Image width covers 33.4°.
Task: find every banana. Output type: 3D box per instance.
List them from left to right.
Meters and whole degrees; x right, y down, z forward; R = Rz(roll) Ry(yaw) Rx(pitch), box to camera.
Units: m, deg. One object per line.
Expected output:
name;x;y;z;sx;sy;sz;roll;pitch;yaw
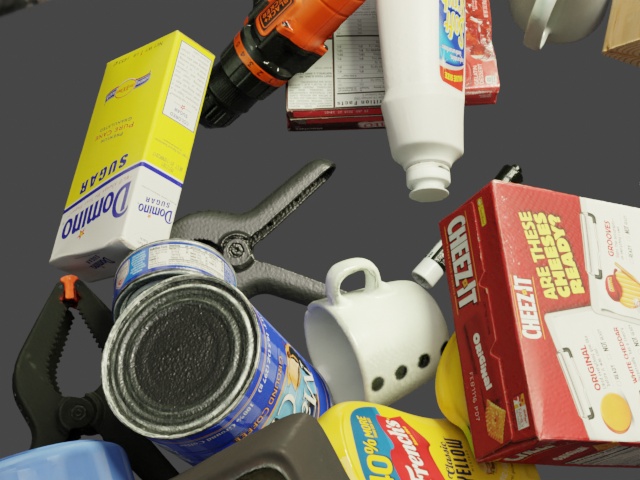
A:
banana;0.131;0.068;0.721;0.069;0.037;0.197;50;51;1

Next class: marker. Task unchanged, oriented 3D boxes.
marker;0.112;-0.013;0.800;0.020;0.020;0.121;37;72;16

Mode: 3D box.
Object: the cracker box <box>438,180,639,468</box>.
cracker box;0.189;0.061;0.689;0.213;0.072;0.164;7;62;-27

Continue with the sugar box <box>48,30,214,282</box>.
sugar box;-0.139;-0.062;0.791;0.094;0.048;0.176;-14;54;43

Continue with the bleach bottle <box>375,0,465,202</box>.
bleach bottle;0.077;-0.148;0.795;0.068;0.102;0.251;-9;70;22

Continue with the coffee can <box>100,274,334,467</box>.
coffee can;-0.060;0.096;0.677;0.103;0.140;0.103;-9;61;17

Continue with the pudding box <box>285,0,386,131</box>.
pudding box;0.017;-0.143;0.851;0.090;0.039;0.113;-1;68;1

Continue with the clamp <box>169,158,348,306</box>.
clamp;-0.055;0.001;0.787;0.171;0.039;0.120;-3;68;1

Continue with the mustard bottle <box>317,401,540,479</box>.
mustard bottle;0.045;0.146;0.660;0.191;0.058;0.096;12;41;-25

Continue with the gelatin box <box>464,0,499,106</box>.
gelatin box;0.102;-0.150;0.855;0.073;0.030;0.089;-2;65;1

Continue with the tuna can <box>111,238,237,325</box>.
tuna can;-0.099;0.042;0.731;0.086;0.086;0.034;-6;40;-1

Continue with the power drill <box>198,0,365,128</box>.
power drill;-0.049;-0.200;0.840;0.185;0.057;0.188;-38;52;28

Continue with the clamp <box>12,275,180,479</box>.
clamp;-0.152;0.126;0.736;0.164;0.036;0.210;-2;70;-1
